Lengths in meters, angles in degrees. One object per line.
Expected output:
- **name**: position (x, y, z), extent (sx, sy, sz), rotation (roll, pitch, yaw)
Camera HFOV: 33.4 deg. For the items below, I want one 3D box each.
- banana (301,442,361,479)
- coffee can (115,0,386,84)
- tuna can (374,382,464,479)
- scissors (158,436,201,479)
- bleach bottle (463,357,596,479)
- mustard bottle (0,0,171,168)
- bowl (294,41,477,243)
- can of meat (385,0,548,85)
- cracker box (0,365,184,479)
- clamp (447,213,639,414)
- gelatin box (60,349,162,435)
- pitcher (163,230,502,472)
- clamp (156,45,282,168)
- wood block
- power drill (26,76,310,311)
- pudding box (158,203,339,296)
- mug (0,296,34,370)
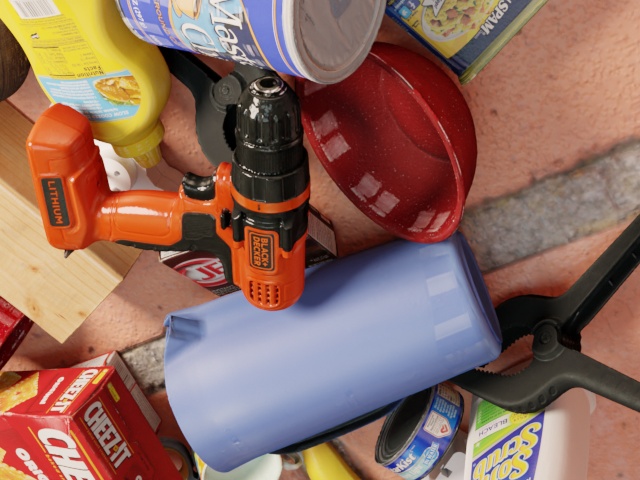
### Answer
- **banana**: position (0.060, 0.239, 0.961), extent (0.197, 0.037, 0.069), rotation (26, 92, -6)
- **coffee can**: position (-0.043, -0.161, 0.662), extent (0.140, 0.102, 0.103), rotation (18, 125, 31)
- **tuna can**: position (0.081, 0.154, 0.876), extent (0.033, 0.086, 0.086), rotation (32, 121, -9)
- **scissors**: position (-0.115, 0.245, 0.997), extent (0.096, 0.016, 0.202), rotation (-4, 121, -11)
- **bleach bottle**: position (0.153, 0.189, 0.783), extent (0.103, 0.250, 0.068), rotation (-29, 110, 25)
- **mustard bottle**: position (-0.155, -0.125, 0.732), extent (0.096, 0.058, 0.191), rotation (0, 136, 26)
- **bowl**: position (0.055, -0.079, 0.741), extent (0.162, 0.055, 0.162), rotation (40, 152, 26)
- **can of meat**: position (0.098, -0.169, 0.706), extent (0.084, 0.057, 0.102), rotation (39, 120, -9)
- **cracker box**: position (-0.235, 0.196, 0.941), extent (0.214, 0.072, 0.164), rotation (-6, 121, 37)
- **clamp**: position (0.182, 0.084, 0.793), extent (0.210, 0.164, 0.036), rotation (-29, 139, 33)
- **gelatin box**: position (-0.197, 0.150, 0.967), extent (0.073, 0.030, 0.089), rotation (-20, 113, 22)
- **pitcher**: position (0.013, 0.084, 0.823), extent (0.243, 0.149, 0.145), rotation (-21, 87, 13)
- **clamp**: position (-0.054, -0.114, 0.754), extent (0.120, 0.039, 0.171), rotation (-32, 84, 27)
- **wood block**: position (-0.245, -0.030, 0.840), extent (0.206, 0.090, 0.090), rotation (41, 119, -11)
- **power drill**: position (-0.098, -0.039, 0.712), extent (0.188, 0.057, 0.184), rotation (12, 132, 12)
- **pudding box**: position (-0.055, 0.001, 0.820), extent (0.114, 0.039, 0.090), rotation (-20, 153, 19)
- **mug**: position (-0.302, 0.073, 0.922), extent (0.081, 0.093, 0.117), rotation (34, 157, -2)
